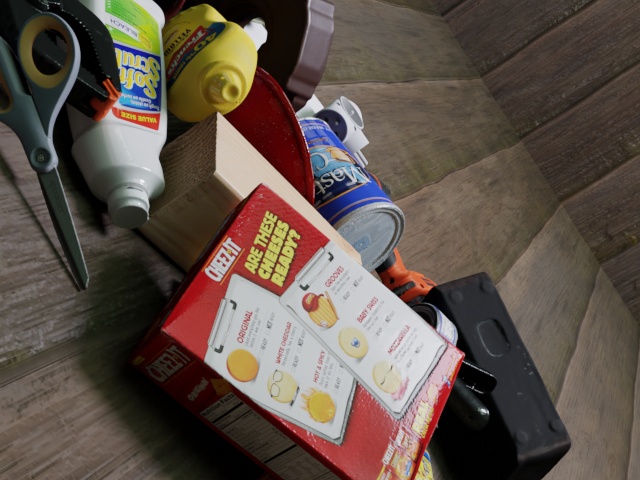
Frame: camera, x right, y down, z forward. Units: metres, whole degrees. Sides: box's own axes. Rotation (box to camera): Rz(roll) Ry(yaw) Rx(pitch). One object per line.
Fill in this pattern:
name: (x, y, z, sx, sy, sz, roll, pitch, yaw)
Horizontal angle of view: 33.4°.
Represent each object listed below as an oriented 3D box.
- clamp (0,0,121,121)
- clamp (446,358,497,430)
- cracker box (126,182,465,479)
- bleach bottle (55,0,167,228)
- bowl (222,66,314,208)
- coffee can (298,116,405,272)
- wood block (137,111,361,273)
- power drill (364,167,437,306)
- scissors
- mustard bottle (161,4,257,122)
clamp: (-0.227, -0.179, 0.807, 0.164, 0.036, 0.210, -14, 66, -50)
clamp: (0.102, 0.116, 1.031, 0.171, 0.039, 0.120, 33, 11, -4)
cracker box: (-0.011, 0.087, 0.791, 0.213, 0.072, 0.164, 40, 47, -10)
bleach bottle: (-0.165, -0.112, 0.882, 0.102, 0.068, 0.251, 30, 35, -45)
bowl: (-0.070, -0.079, 0.992, 0.162, 0.055, 0.162, 46, -33, 42)
coffee can: (0.004, -0.041, 1.064, 0.102, 0.103, 0.140, 27, 21, -54)
wood block: (-0.057, 0.001, 0.922, 0.206, 0.090, 0.091, 45, 23, -33)
power drill: (0.075, -0.003, 1.294, 0.188, 0.057, 0.184, 60, 19, 14)
scissors: (-0.183, -0.074, 0.750, 0.202, 0.096, 0.016, 56, 0, 4)
mustard bottle: (-0.104, -0.153, 0.949, 0.058, 0.096, 0.192, 44, 2, -29)
